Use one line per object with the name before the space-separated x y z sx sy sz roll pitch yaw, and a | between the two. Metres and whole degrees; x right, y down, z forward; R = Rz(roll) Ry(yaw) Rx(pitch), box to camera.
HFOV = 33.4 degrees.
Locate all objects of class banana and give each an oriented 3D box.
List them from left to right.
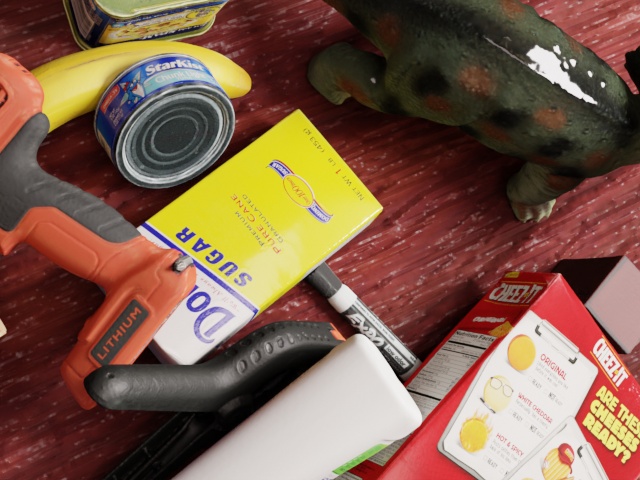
banana | -0.137 -0.095 0.690 0.197 0.070 0.037 -23 54 -19

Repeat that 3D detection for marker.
marker | 0.032 0.058 0.755 0.121 0.020 0.020 46 72 -12

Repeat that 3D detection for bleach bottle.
bleach bottle | -0.058 0.154 0.654 0.251 0.102 0.068 -35 78 1

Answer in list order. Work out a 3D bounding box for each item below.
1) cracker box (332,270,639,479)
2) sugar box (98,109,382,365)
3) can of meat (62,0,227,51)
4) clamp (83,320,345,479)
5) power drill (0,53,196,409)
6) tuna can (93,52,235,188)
cracker box | 0.124 0.151 0.746 0.213 0.072 0.164 -45 111 -18
sugar box | -0.054 0.001 0.706 0.176 0.048 0.093 -39 86 -21
can of meat | -0.108 -0.163 0.686 0.102 0.084 0.057 -17 92 -20
clamp | -0.070 0.108 0.678 0.209 0.165 0.036 -18 56 -39
power drill | -0.182 0.012 0.628 0.187 0.057 0.184 40 95 -3
tuna can | -0.098 -0.075 0.681 0.086 0.086 0.034 -22 53 -20
